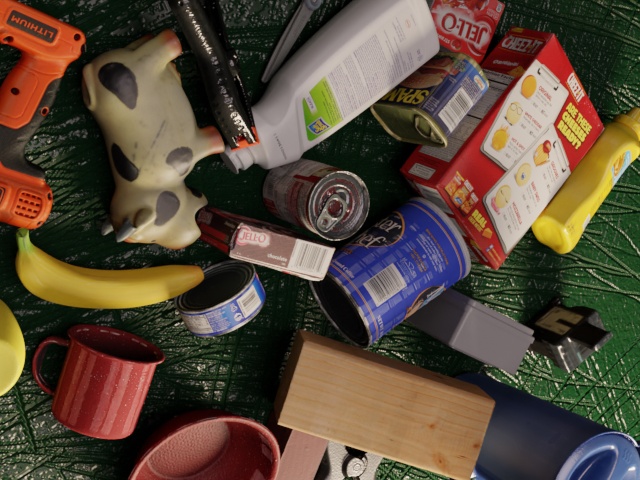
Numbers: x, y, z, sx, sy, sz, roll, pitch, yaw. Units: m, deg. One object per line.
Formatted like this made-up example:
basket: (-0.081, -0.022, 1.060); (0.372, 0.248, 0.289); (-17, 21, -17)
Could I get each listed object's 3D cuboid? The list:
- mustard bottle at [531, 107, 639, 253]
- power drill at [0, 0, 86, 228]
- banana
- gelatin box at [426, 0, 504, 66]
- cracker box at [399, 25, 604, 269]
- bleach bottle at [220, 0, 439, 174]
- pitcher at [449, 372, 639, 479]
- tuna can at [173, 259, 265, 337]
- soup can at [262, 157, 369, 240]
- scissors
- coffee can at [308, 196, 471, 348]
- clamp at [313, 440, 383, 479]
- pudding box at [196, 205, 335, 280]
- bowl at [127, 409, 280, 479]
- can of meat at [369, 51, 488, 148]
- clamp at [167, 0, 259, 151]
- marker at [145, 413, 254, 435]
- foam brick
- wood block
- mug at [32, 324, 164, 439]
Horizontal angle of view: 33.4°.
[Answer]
mustard bottle: (0.323, -0.079, 1.255); (0.191, 0.058, 0.096); (-52, 159, -10)
power drill: (-0.293, -0.116, 0.904); (0.184, 0.057, 0.188); (19, 95, -36)
banana: (-0.203, 0.036, 0.992); (0.197, 0.037, 0.070); (13, 137, -40)
gelatin box: (0.148, -0.237, 1.144); (0.089, 0.030, 0.073); (22, 91, -32)
cracker box: (0.201, -0.101, 1.174); (0.213, 0.072, 0.164); (-52, 133, -10)
bleach bottle: (0.002, -0.158, 1.058); (0.250, 0.068, 0.102); (-39, 129, -15)
pitcher: (0.218, 0.236, 1.175); (0.149, 0.243, 0.145); (21, 91, -32)
tuna can: (-0.098, 0.057, 1.041); (0.086, 0.086, 0.033); (-33, 118, -19)
soup can: (-0.007, -0.043, 1.059); (0.068, 0.102, 0.068); (-8, 106, -29)
scissors: (0.010, -0.243, 1.071); (0.096, 0.016, 0.202); (14, 95, -32)
coffee can: (0.073, 0.033, 1.124); (0.140, 0.103, 0.103); (-34, 117, -19)
clamp: (0.039, 0.254, 1.198); (0.164, 0.036, 0.210); (16, 94, -32)
pudding box: (-0.057, 0.001, 1.049); (0.113, 0.090, 0.039); (18, 94, -33)
bowl: (-0.124, 0.223, 1.069); (0.162, 0.055, 0.162); (-13, 126, -19)
can of meat: (0.114, -0.148, 1.106); (0.084, 0.102, 0.057); (-50, 121, -13)
clamp: (-0.096, -0.162, 0.963); (0.039, 0.120, 0.171); (-16, 100, 16)
marker: (-0.123, 0.190, 1.098); (0.120, 0.020, 0.020); (9, 97, -31)
foam brick: (-0.034, 0.230, 1.140); (0.051, 0.053, 0.078); (23, 91, -32)
wood block: (0.063, 0.169, 1.111); (0.206, 0.091, 0.090); (18, 92, -5)
mug: (-0.214, 0.129, 0.998); (0.117, 0.093, 0.081); (19, 98, -2)
